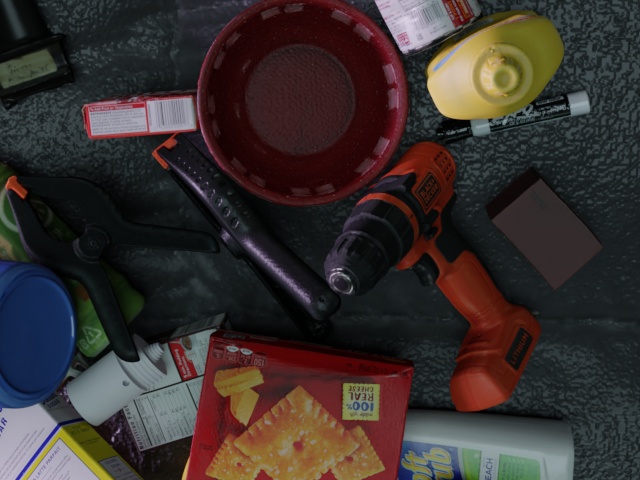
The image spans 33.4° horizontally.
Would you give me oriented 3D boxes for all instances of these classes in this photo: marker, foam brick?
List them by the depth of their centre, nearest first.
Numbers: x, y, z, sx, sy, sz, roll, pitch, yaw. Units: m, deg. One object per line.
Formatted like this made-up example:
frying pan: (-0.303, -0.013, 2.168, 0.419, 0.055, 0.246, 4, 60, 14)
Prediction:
marker: (0.152, -0.097, 0.847, 0.121, 0.020, 0.020, -12, 102, 8)
foam brick: (0.177, -0.011, 0.849, 0.053, 0.051, 0.078, -41, 97, 12)

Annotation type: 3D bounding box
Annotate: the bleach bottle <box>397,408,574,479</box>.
bleach bottle: (0.082, 0.193, 0.904, 0.251, 0.068, 0.102, 3, 107, 8)

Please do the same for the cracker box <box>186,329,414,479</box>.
cracker box: (-0.022, 0.188, 0.842, 0.164, 0.072, 0.214, 9, 88, 5)

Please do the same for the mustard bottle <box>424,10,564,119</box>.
mustard bottle: (0.122, -0.124, 0.754, 0.096, 0.191, 0.058, -26, 100, 11)

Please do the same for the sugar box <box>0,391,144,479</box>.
sugar box: (-0.207, 0.195, 0.855, 0.176, 0.048, 0.093, 42, 101, 18)

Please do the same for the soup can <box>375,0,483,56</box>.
soup can: (0.069, -0.196, 0.789, 0.068, 0.068, 0.102, -26, 101, 11)

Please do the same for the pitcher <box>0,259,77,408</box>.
pitcher: (-0.317, 0.079, 0.831, 0.243, 0.144, 0.149, 1, 112, 28)

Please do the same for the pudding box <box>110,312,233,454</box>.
pudding box: (-0.119, 0.123, 0.917, 0.113, 0.039, 0.090, -18, 100, 11)

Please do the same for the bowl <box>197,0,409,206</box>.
bowl: (-0.014, -0.109, 0.834, 0.162, 0.055, 0.162, -1, 98, -4)

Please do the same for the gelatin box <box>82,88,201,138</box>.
gelatin box: (-0.134, -0.102, 0.845, 0.089, 0.073, 0.030, -4, 102, 7)

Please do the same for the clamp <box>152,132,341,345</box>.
clamp: (-0.056, 0.001, 0.853, 0.036, 0.164, 0.210, -40, 74, -11)

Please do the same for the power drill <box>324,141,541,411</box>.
power drill: (0.089, 0.036, 0.814, 0.057, 0.184, 0.187, -18, 111, 40)

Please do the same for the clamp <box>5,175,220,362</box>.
clamp: (-0.179, 0.014, 0.841, 0.171, 0.039, 0.120, 28, 77, -5)
